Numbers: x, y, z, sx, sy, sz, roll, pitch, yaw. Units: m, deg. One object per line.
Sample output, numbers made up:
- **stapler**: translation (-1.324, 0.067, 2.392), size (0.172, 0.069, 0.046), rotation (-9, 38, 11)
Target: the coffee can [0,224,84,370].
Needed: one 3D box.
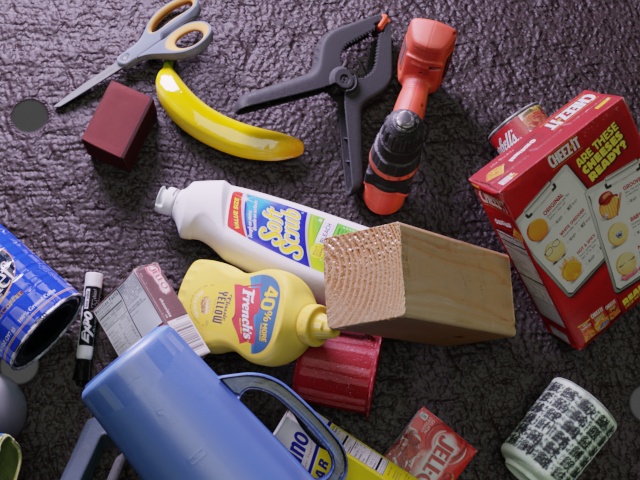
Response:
- **coffee can**: translation (-0.330, 0.050, 1.096), size (0.140, 0.103, 0.102), rotation (40, 78, 7)

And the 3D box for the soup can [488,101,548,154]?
- **soup can**: translation (0.241, -0.092, 1.173), size (0.068, 0.068, 0.102), rotation (-33, 80, -10)

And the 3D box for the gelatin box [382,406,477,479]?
- **gelatin box**: translation (0.107, 0.229, 1.106), size (0.073, 0.030, 0.089), rotation (39, 78, 7)

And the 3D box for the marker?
- **marker**: translation (-0.247, 0.094, 1.131), size (0.020, 0.020, 0.121), rotation (5, 76, -1)

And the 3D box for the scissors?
- **scissors**: translation (-0.200, -0.198, 1.194), size (0.096, 0.016, 0.201), rotation (35, 75, 33)

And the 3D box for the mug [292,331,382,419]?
- **mug**: translation (0.019, 0.120, 1.093), size (0.081, 0.093, 0.117), rotation (10, 115, 5)

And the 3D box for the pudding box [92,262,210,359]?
- **pudding box**: translation (-0.176, 0.093, 1.100), size (0.039, 0.090, 0.113), rotation (-16, 71, -50)

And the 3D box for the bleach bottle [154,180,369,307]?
- **bleach bottle**: translation (-0.057, 0.001, 1.136), size (0.251, 0.068, 0.102), rotation (19, 58, 4)

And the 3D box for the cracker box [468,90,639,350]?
- **cracker box**: translation (0.270, -0.021, 1.103), size (0.164, 0.072, 0.213), rotation (-37, 116, -10)

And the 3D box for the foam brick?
- **foam brick**: translation (-0.219, -0.124, 1.170), size (0.051, 0.053, 0.078), rotation (23, 75, 3)

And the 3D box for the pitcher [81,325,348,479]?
- **pitcher**: translation (-0.101, 0.195, 1.006), size (0.243, 0.145, 0.149), rotation (50, 41, 0)

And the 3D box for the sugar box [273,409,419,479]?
- **sugar box**: translation (0.023, 0.247, 1.070), size (0.176, 0.048, 0.093), rotation (30, 112, 4)

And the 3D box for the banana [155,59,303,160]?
- **banana**: translation (-0.114, -0.137, 1.185), size (0.198, 0.037, 0.069), rotation (36, 78, 7)

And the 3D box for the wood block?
- **wood block**: translation (0.101, 0.049, 1.057), size (0.091, 0.205, 0.090), rotation (-13, 73, 36)

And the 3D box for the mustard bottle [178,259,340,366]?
- **mustard bottle**: translation (-0.060, 0.076, 1.072), size (0.192, 0.058, 0.096), rotation (7, 80, 38)

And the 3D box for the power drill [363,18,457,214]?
- **power drill**: translation (0.093, -0.139, 1.130), size (0.057, 0.184, 0.187), rotation (19, 66, 2)

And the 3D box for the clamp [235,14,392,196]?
- **clamp**: translation (0.011, -0.174, 1.187), size (0.164, 0.036, 0.210), rotation (30, 70, -11)
